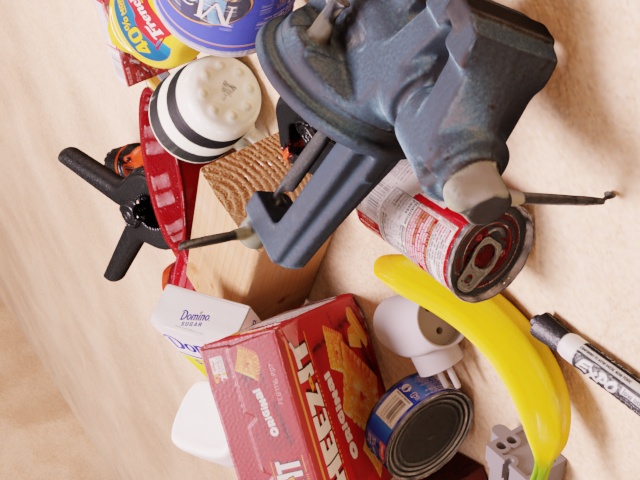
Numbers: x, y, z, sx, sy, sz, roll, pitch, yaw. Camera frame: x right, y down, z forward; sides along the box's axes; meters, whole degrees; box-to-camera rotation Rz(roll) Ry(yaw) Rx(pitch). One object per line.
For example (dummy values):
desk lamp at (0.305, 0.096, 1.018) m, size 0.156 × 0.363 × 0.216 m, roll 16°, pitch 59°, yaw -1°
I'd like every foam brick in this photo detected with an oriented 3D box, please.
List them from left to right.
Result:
foam brick at (0.100, 0.220, 0.895) m, size 0.053 × 0.078 × 0.051 m, roll 17°, pitch 130°, yaw 60°

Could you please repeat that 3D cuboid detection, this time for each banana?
banana at (0.110, 0.071, 0.721) m, size 0.198 × 0.070 × 0.037 m, roll 56°, pitch -167°, yaw 24°

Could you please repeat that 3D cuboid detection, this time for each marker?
marker at (0.172, 0.079, 0.649) m, size 0.121 × 0.020 × 0.020 m, roll 39°, pitch 149°, yaw 43°

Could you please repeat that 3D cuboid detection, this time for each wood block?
wood block at (-0.056, 0.002, 0.963) m, size 0.090 × 0.090 × 0.206 m, roll 55°, pitch 157°, yaw 17°

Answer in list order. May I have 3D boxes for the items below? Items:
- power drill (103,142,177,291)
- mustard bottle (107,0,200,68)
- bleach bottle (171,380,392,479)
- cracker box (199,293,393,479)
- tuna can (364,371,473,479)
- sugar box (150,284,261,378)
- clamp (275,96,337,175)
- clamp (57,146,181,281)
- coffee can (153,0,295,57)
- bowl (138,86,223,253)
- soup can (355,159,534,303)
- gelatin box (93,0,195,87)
power drill at (-0.187, -0.026, 1.256) m, size 0.185 × 0.057 × 0.187 m, roll 12°, pitch 126°, yaw 61°
mustard bottle at (-0.125, -0.193, 0.874) m, size 0.192 × 0.058 × 0.096 m, roll -13°, pitch 104°, yaw 54°
bleach bottle at (-0.015, 0.212, 1.012) m, size 0.250 × 0.068 × 0.103 m, roll 34°, pitch 162°, yaw -36°
cracker box at (-0.005, 0.138, 0.863) m, size 0.213 × 0.072 × 0.164 m, roll -14°, pitch -93°, yaw -72°
tuna can at (0.078, 0.146, 0.845) m, size 0.034 × 0.086 × 0.086 m, roll 41°, pitch 151°, yaw 44°
sugar box at (-0.075, 0.107, 0.972) m, size 0.093 × 0.048 × 0.176 m, roll 13°, pitch 158°, yaw 30°
clamp at (-0.001, -0.096, 0.795) m, size 0.120 × 0.039 × 0.172 m, roll 66°, pitch 158°, yaw -8°
clamp at (-0.199, -0.024, 1.171) m, size 0.210 × 0.036 × 0.164 m, roll 5°, pitch 117°, yaw 41°
coffee can at (-0.055, -0.201, 0.705) m, size 0.103 × 0.102 × 0.140 m, roll 57°, pitch 157°, yaw 12°
bowl at (-0.129, -0.071, 1.028) m, size 0.162 × 0.055 × 0.162 m, roll 168°, pitch 90°, yaw -72°
soup can at (0.077, -0.014, 0.684) m, size 0.102 × 0.068 × 0.068 m, roll 39°, pitch 149°, yaw 45°
gelatin box at (-0.161, -0.196, 0.983) m, size 0.030 × 0.073 × 0.089 m, roll 39°, pitch 148°, yaw 46°
